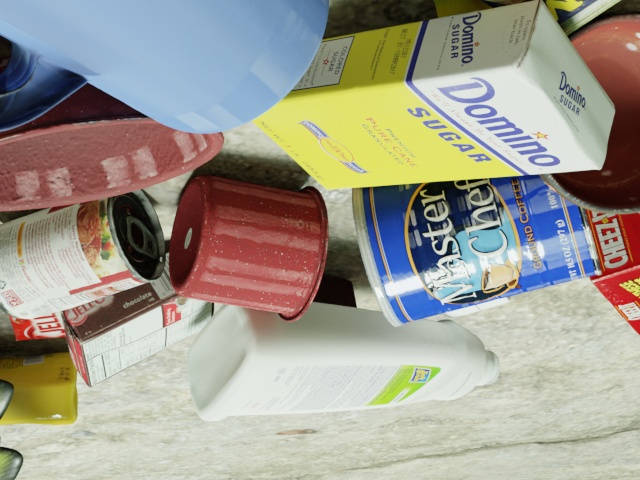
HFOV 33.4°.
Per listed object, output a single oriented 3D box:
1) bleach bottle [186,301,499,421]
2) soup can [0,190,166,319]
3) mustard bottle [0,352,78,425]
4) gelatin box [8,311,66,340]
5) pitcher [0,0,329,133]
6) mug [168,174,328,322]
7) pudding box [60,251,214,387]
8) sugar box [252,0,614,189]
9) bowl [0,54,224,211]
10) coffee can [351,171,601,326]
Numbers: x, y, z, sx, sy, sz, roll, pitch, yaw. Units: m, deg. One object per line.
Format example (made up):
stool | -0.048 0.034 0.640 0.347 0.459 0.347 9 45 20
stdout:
bleach bottle | 0.031 0.096 0.821 0.250 0.068 0.103 8 140 -33
soup can | -0.163 0.008 0.703 0.102 0.068 0.068 -17 151 17
mustard bottle | -0.299 0.126 0.884 0.191 0.058 0.096 0 -172 -12
gelatin box | -0.198 0.045 0.806 0.073 0.030 0.089 -3 152 -11
pitcher | -0.101 -0.122 0.395 0.149 0.145 0.242 -27 152 19
mug | -0.055 0.001 0.714 0.081 0.093 0.117 10 -176 -23
pudding box | -0.133 0.055 0.792 0.113 0.039 0.090 -25 159 -19
sugar box | 0.052 -0.069 0.561 0.177 0.048 0.093 0 152 41
bowl | -0.135 -0.062 0.562 0.162 0.055 0.162 -12 173 -2
coffee can | 0.103 -0.009 0.705 0.140 0.103 0.102 -15 152 13
